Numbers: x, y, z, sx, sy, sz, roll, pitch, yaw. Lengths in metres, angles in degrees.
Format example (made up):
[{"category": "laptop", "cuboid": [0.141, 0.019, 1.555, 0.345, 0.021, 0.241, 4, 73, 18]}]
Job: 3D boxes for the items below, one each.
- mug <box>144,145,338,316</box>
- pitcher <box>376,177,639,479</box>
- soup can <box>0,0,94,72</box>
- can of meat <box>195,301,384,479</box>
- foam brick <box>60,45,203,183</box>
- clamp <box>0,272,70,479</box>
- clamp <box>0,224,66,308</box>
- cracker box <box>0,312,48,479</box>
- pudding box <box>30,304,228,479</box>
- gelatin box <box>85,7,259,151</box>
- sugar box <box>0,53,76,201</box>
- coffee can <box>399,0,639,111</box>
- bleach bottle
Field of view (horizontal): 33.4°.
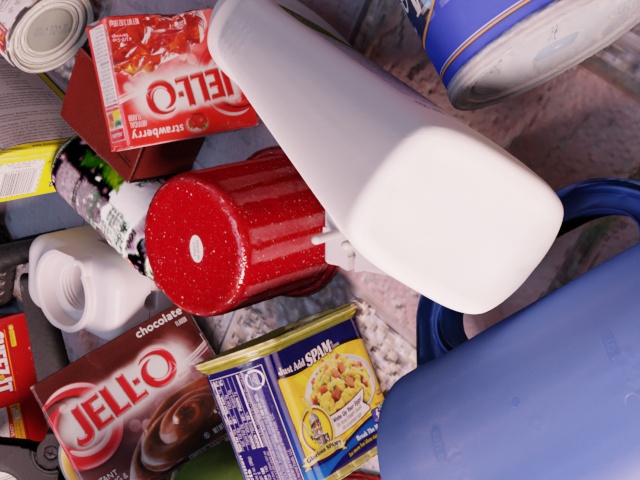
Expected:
[{"category": "mug", "cuboid": [-0.054, 0.001, 0.620, 0.117, 0.081, 0.093, -29, 82, 40]}, {"category": "pitcher", "cuboid": [0.144, 0.052, 0.447, 0.149, 0.144, 0.243, 43, 125, -10]}, {"category": "soup can", "cuboid": [-0.208, -0.169, 0.715, 0.102, 0.068, 0.069, 46, 125, 21]}, {"category": "can of meat", "cuboid": [-0.009, 0.089, 0.593, 0.058, 0.101, 0.084, -22, 89, 40]}, {"category": "foam brick", "cuboid": [-0.117, -0.081, 0.673, 0.078, 0.051, 0.053, 43, 125, 24]}, {"category": "clamp", "cuboid": [-0.185, 0.136, 0.760, 0.210, 0.036, 0.164, 35, 95, 3]}, {"category": "clamp", "cuboid": [-0.248, 0.008, 0.811, 0.120, 0.039, 0.172, 49, 132, 26]}, {"category": "cracker box", "cuboid": [-0.310, 0.147, 0.874, 0.214, 0.071, 0.164, -6, 95, 41]}, {"category": "pudding box", "cuboid": [-0.113, 0.105, 0.680, 0.090, 0.113, 0.039, 58, 169, 12]}, {"category": "gelatin box", "cuboid": [-0.083, -0.094, 0.616, 0.030, 0.089, 0.073, -3, 99, 55]}, {"category": "sugar box", "cuboid": [-0.237, -0.100, 0.740, 0.176, 0.093, 0.048, 42, 124, 25]}, {"category": "coffee can", "cuboid": [0.072, -0.143, 0.468, 0.103, 0.102, 0.140, -34, 78, 39]}, {"category": "bleach bottle", "cuboid": [0.009, -0.067, 0.523, 0.068, 0.102, 0.251, -53, 36, 12]}]
